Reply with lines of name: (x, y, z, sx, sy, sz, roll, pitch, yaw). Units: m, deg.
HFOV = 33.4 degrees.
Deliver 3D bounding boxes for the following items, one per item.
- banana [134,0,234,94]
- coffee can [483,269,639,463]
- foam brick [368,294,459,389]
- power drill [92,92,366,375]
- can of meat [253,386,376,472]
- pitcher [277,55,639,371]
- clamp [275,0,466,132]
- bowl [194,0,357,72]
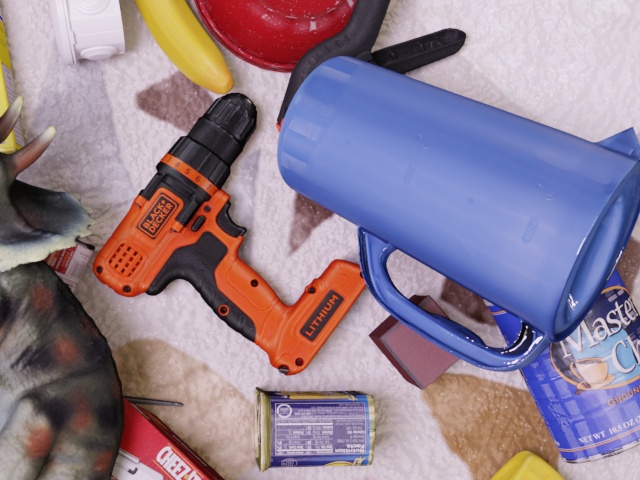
banana: (-0.123, -0.201, 0.836, 0.037, 0.070, 0.198, -21, 93, -34)
coffee can: (0.202, 0.085, 0.821, 0.102, 0.103, 0.140, -26, 89, -5)
foam brick: (0.075, 0.077, 0.825, 0.053, 0.078, 0.051, -41, 90, -3)
power drill: (-0.055, 0.001, 0.833, 0.187, 0.057, 0.184, 35, 85, 1)
can of meat: (-0.006, 0.140, 0.804, 0.084, 0.102, 0.057, 0, 86, -6)
pitcher: (0.088, -0.030, 0.745, 0.243, 0.145, 0.149, 27, 46, 25)
clamp: (0.029, -0.148, 0.830, 0.171, 0.039, 0.120, -40, 128, -5)
bowl: (-0.021, -0.215, 0.837, 0.162, 0.055, 0.162, 0, 92, -11)
